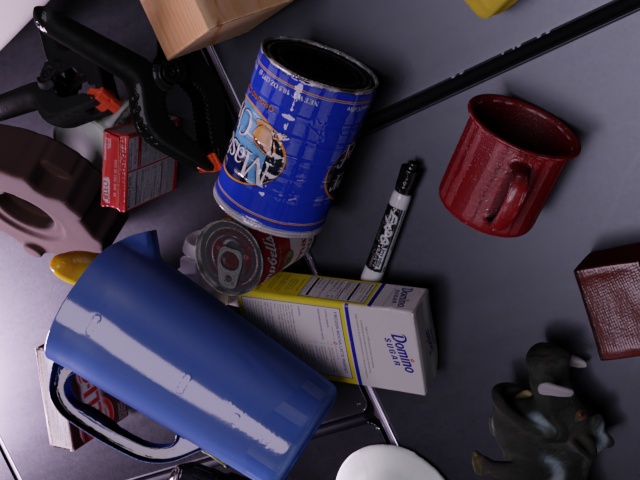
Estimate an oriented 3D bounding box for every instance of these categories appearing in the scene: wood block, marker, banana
[{"bbox_3d":[-0.118,-0.268,0.883,0.091,0.090,0.206,-16,100,58],"label":"wood block"},{"bbox_3d":[0.062,-0.015,0.930,0.020,0.020,0.121,27,118,18],"label":"marker"},{"bbox_3d":[-0.225,0.047,1.046,0.037,0.069,0.198,59,160,14],"label":"banana"}]

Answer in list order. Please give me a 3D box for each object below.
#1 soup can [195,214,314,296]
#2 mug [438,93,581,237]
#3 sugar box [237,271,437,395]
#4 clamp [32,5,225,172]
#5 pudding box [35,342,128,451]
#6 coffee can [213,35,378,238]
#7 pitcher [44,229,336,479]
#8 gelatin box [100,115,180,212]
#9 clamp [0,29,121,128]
[{"bbox_3d":[-0.056,0.001,0.949,0.069,0.102,0.068,9,110,25],"label":"soup can"},{"bbox_3d":[0.143,-0.050,0.823,0.093,0.117,0.082,17,122,-7],"label":"mug"},{"bbox_3d":[0.015,0.080,0.964,0.176,0.048,0.093,5,124,24],"label":"sugar box"},{"bbox_3d":[-0.136,-0.158,0.945,0.036,0.164,0.210,4,133,51],"label":"clamp"},{"bbox_3d":[-0.246,0.148,1.107,0.039,0.089,0.113,1,107,28],"label":"pudding box"},{"bbox_3d":[-0.022,-0.087,0.902,0.103,0.102,0.140,30,118,16],"label":"coffee can"},{"bbox_3d":[-0.117,0.120,0.948,0.243,0.144,0.149,33,141,6],"label":"pitcher"},{"bbox_3d":[-0.167,-0.074,0.991,0.030,0.089,0.073,16,113,23],"label":"gelatin box"},{"bbox_3d":[-0.250,-0.140,0.987,0.172,0.039,0.120,35,94,44],"label":"clamp"}]
